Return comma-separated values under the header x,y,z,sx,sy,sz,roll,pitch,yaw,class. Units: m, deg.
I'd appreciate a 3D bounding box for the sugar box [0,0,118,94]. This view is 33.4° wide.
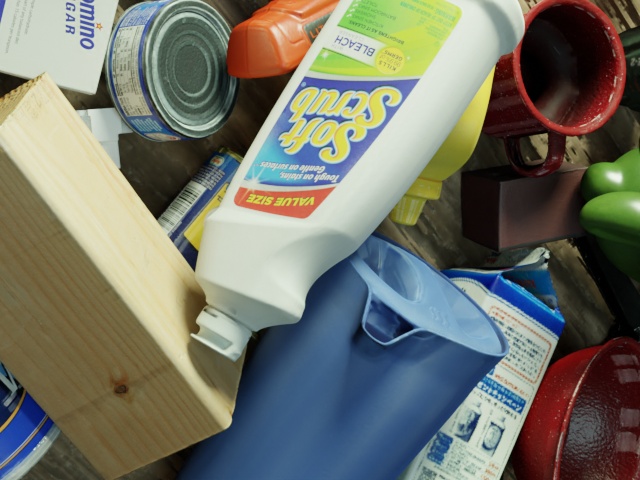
x,y,z,sx,sy,sz,roll,pitch,yaw,class
-0.200,-0.146,0.582,0.175,0.048,0.093,12,98,-31,sugar box

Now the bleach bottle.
x,y,z,sx,sy,sz,roll,pitch,yaw,class
0.011,-0.043,0.603,0.251,0.103,0.068,-59,153,-9,bleach bottle

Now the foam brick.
x,y,z,sx,sy,sz,roll,pitch,yaw,class
0.148,-0.027,0.776,0.078,0.053,0.051,-10,106,-22,foam brick

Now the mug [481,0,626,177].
x,y,z,sx,sy,sz,roll,pitch,yaw,class
0.146,-0.101,0.730,0.093,0.082,0.117,-3,90,-26,mug

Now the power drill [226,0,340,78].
x,y,z,sx,sy,sz,roll,pitch,yaw,class
-0.040,-0.195,0.623,0.184,0.057,0.187,-34,119,-40,power drill

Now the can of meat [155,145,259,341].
x,y,z,sx,sy,sz,roll,pitch,yaw,class
-0.055,0.001,0.693,0.102,0.058,0.084,43,82,-25,can of meat

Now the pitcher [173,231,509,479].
x,y,z,sx,sy,sz,roll,pitch,yaw,class
0.002,0.116,0.693,0.149,0.145,0.243,24,109,-36,pitcher

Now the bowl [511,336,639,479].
x,y,z,sx,sy,sz,roll,pitch,yaw,class
0.186,0.144,0.780,0.161,0.055,0.162,-14,108,-48,bowl

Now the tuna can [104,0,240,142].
x,y,z,sx,sy,sz,roll,pitch,yaw,class
-0.087,-0.103,0.645,0.085,0.034,0.086,-4,95,-53,tuna can

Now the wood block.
x,y,z,sx,sy,sz,roll,pitch,yaw,class
-0.138,0.024,0.603,0.091,0.090,0.206,-26,114,16,wood block
